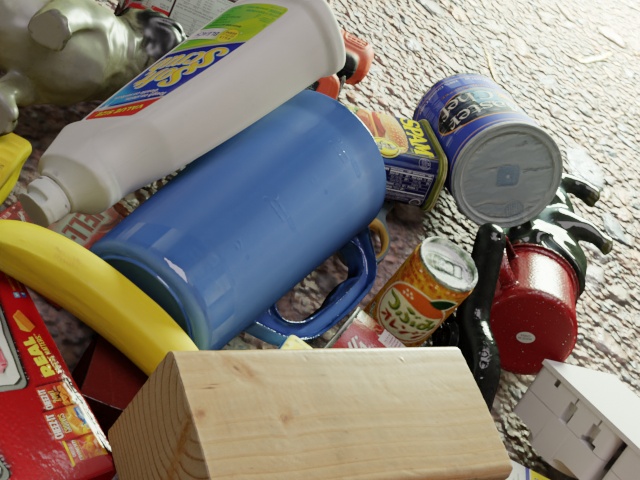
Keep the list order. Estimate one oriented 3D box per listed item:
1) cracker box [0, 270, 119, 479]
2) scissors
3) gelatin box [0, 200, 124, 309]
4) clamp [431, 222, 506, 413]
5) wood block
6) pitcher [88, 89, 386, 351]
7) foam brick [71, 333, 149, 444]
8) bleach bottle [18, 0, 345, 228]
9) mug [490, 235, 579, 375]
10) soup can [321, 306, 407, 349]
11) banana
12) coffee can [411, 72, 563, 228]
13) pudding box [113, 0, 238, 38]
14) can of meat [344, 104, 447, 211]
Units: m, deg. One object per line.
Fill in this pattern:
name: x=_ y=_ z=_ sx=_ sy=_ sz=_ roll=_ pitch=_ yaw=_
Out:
cracker box: x=-0.244 y=0.102 z=0.584 sx=0.213 sy=0.072 sz=0.164 roll=-13 pitch=60 yaw=-42
scissors: x=0.039 y=-0.040 z=0.975 sx=0.096 sy=0.016 sz=0.201 roll=30 pitch=35 yaw=-3
gelatin box: x=-0.186 y=-0.004 z=0.760 sx=0.073 sy=0.030 sz=0.089 roll=38 pitch=40 yaw=0
clamp: x=0.117 y=0.072 z=0.848 sx=0.039 sy=0.120 sz=0.171 roll=9 pitch=51 yaw=-20
wood block: x=-0.003 y=0.123 z=0.618 sx=0.205 sy=0.091 sz=0.090 roll=3 pitch=51 yaw=-36
pitcher: x=-0.055 y=0.001 z=0.786 sx=0.149 sy=0.145 sz=0.242 roll=23 pitch=39 yaw=20
foam brick: x=-0.122 y=0.105 z=0.685 sx=0.078 sy=0.053 sz=0.051 roll=26 pitch=41 yaw=-15
bleach bottle: x=-0.099 y=-0.089 z=0.746 sx=0.103 sy=0.068 sz=0.250 roll=14 pitch=46 yaw=43
mug: x=0.169 y=0.050 z=0.898 sx=0.081 sy=0.093 sz=0.117 roll=-70 pitch=139 yaw=-65
soup can: x=0.045 y=0.108 z=0.794 sx=0.102 sy=0.069 sz=0.068 roll=41 pitch=40 yaw=3
banana: x=-0.136 y=0.043 z=0.651 sx=0.197 sy=0.037 sz=0.069 roll=37 pitch=26 yaw=-18
coffee can: x=0.153 y=-0.087 z=1.001 sx=0.102 sy=0.103 sz=0.140 roll=20 pitch=22 yaw=-21
pudding box: x=-0.131 y=-0.172 z=0.899 sx=0.090 sy=0.114 sz=0.039 roll=21 pitch=18 yaw=-20
can of meat: x=0.059 y=-0.077 z=0.975 sx=0.083 sy=0.057 sz=0.102 roll=10 pitch=32 yaw=-17
